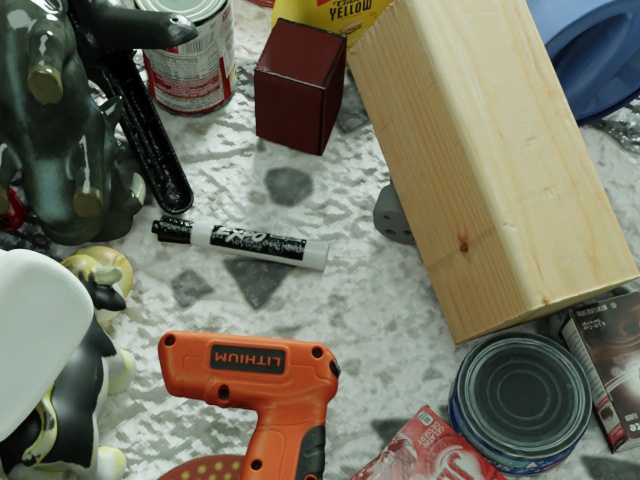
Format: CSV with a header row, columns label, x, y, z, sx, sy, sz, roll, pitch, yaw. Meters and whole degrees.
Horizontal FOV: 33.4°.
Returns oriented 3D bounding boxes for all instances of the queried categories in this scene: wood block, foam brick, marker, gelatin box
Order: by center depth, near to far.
label,x,y,z,sx,sy,sz,roll,pitch,yaw
gelatin box,0.059,0.154,0.632,0.089,0.030,0.073,-40,69,-21
wood block,0.104,-0.051,0.674,0.090,0.091,0.206,-14,78,-28
marker,-0.055,0.001,0.721,0.121,0.020,0.020,10,61,4
foam brick,-0.014,-0.107,0.750,0.051,0.078,0.053,16,59,8

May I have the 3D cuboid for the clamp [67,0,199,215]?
label,x,y,z,sx,sy,sz,roll,pitch,yaw
clamp,-0.140,-0.137,0.711,0.036,0.165,0.210,-26,66,-27

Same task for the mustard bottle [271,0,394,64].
label,x,y,z,sx,sy,sz,roll,pitch,yaw
mustard bottle,0.014,-0.201,0.737,0.096,0.192,0.058,-18,63,-12

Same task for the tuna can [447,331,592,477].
label,x,y,z,sx,sy,sz,roll,pitch,yaw
tuna can,0.124,0.100,0.662,0.086,0.034,0.086,1,61,-1

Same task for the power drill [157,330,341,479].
label,x,y,z,sx,sy,sz,roll,pitch,yaw
power drill,-0.062,0.147,0.586,0.184,0.057,0.187,5,69,-4

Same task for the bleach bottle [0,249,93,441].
label,x,y,z,sx,sy,sz,roll,pitch,yaw
bleach bottle,-0.243,0.031,0.621,0.251,0.068,0.102,17,67,43

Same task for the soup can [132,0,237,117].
label,x,y,z,sx,sy,sz,roll,pitch,yaw
soup can,-0.094,-0.144,0.754,0.068,0.102,0.068,1,61,-1
